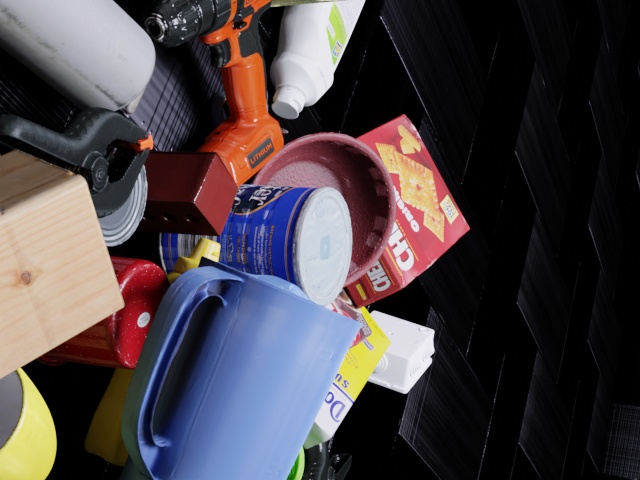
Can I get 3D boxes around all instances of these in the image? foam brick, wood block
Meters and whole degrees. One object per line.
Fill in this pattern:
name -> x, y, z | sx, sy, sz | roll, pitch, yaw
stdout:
foam brick -> -0.117, -0.039, 0.884 | 0.053, 0.078, 0.051 | 58, 42, -50
wood block -> -0.225, 0.038, 0.587 | 0.205, 0.090, 0.091 | -31, 123, -32

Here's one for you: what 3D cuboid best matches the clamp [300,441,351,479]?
clamp -> 0.003, 0.268, 1.171 | 0.164, 0.036, 0.210 | 68, 18, -44

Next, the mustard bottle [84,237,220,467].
mustard bottle -> -0.123, 0.090, 0.875 | 0.096, 0.058, 0.191 | 25, 83, -56

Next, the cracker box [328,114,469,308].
cracker box -> 0.072, -0.040, 1.200 | 0.164, 0.072, 0.213 | 61, 32, -3

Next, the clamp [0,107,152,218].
clamp -> -0.170, -0.053, 0.732 | 0.171, 0.039, 0.120 | -59, 154, -53

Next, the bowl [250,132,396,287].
bowl -> -0.008, -0.031, 1.058 | 0.161, 0.055, 0.162 | -6, 106, -21

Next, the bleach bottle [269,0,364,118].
bleach bottle -> -0.001, -0.239, 1.100 | 0.102, 0.068, 0.250 | 57, 45, -52

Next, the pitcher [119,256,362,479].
pitcher -> -0.080, 0.139, 0.798 | 0.145, 0.149, 0.243 | 177, -64, -81

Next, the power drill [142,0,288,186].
power drill -> -0.083, -0.141, 0.899 | 0.184, 0.057, 0.188 | -46, 143, -50

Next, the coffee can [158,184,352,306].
coffee can -> -0.056, 0.001, 0.941 | 0.102, 0.140, 0.103 | -16, 108, -62

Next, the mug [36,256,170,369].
mug -> -0.167, 0.044, 0.791 | 0.093, 0.082, 0.117 | -62, 145, -38
